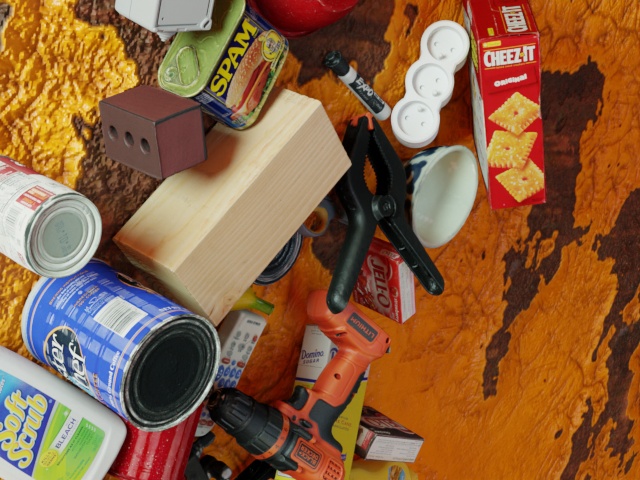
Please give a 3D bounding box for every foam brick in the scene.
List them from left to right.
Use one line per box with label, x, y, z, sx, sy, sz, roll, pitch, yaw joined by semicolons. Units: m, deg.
foam brick;-0.140;-0.091;0.886;0.051;0.078;0.053;-29;127;-38

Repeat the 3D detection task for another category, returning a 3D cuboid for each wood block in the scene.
wood block;-0.077;-0.037;0.979;0.206;0.090;0.090;-51;140;-18

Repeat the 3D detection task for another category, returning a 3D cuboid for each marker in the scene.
marker;0.039;-0.161;1.108;0.121;0.020;0.020;38;79;-52

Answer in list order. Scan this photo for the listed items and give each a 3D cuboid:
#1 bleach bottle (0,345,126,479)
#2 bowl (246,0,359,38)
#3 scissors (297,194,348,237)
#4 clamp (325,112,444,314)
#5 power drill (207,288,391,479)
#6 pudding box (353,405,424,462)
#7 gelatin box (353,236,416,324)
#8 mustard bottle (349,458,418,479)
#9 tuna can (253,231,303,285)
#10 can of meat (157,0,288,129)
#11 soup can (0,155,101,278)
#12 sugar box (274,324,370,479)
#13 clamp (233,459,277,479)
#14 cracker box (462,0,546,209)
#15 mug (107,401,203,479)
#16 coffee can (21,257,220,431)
bleach bottle;-0.270;0.139;0.868;0.102;0.068;0.250;-57;139;-10
bowl;0.002;-0.261;0.982;0.161;0.055;0.162;-26;127;-40
scissors;0.008;-0.048;1.127;0.201;0.016;0.096;-16;93;-67
clamp;0.051;-0.026;1.113;0.164;0.036;0.210;-16;94;-42
power drill;-0.016;0.147;1.108;0.184;0.057;0.187;42;67;-33
pudding box;0.058;0.230;1.282;0.113;0.090;0.039;15;97;-52
gelatin box;0.070;0.042;1.209;0.030;0.073;0.089;-34;133;-35
mustard bottle;0.064;0.317;1.361;0.191;0.058;0.096;1;107;-50
tuna can;-0.057;0.001;1.069;0.085;0.034;0.086;-26;128;-40
can of meat;-0.082;-0.158;0.937;0.083;0.058;0.102;31;85;-55
soup can;-0.222;-0.019;0.806;0.068;0.102;0.068;-26;127;-40
sugar box;0.007;0.190;1.199;0.093;0.048;0.176;27;73;-52
clamp;-0.054;0.245;1.198;0.171;0.039;0.120;19;95;-53
cracker box;0.205;-0.168;1.189;0.164;0.072;0.214;-91;172;-53
mug;-0.155;0.177;1.010;0.117;0.093;0.081;9;98;-72
coffee can;-0.168;0.084;0.893;0.102;0.140;0.103;-26;128;-40
